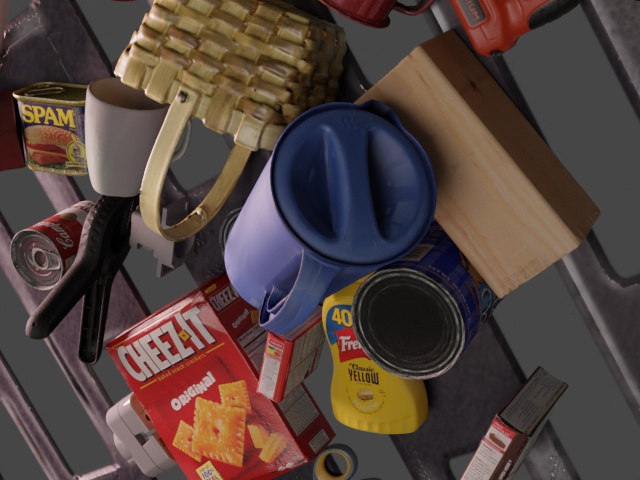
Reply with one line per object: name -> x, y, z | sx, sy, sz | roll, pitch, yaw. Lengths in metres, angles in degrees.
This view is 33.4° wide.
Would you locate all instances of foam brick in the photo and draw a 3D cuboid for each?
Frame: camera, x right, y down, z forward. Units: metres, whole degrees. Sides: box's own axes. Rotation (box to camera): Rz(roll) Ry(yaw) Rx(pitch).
foam brick -> -0.347, -0.116, 1.137 | 0.053, 0.078, 0.051 | -10, 137, -10

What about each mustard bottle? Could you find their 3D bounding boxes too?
mustard bottle -> 0.050, 0.091, 1.039 | 0.096, 0.058, 0.191 | 5, 112, 31

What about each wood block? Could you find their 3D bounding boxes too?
wood block -> 0.133, -0.067, 0.911 | 0.090, 0.090, 0.206 | -39, 89, 33

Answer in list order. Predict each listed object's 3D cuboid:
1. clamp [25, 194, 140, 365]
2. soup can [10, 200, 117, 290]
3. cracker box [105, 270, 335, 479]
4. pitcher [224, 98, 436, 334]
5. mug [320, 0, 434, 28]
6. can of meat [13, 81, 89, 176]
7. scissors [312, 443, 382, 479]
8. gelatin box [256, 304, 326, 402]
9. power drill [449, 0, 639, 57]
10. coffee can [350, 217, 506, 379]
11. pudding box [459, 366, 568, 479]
clamp -> -0.234, 0.024, 1.099 | 0.036, 0.164, 0.210 | 17, 84, 11
soup can -> -0.273, 0.003, 1.146 | 0.069, 0.102, 0.068 | 11, 115, 24
cracker box -> -0.110, 0.162, 1.144 | 0.164, 0.072, 0.213 | -30, 94, 33
pitcher -> -0.011, -0.003, 0.906 | 0.145, 0.149, 0.243 | 66, 158, 8
mug -> 0.049, -0.233, 0.896 | 0.117, 0.093, 0.082 | 25, 119, -15
can of meat -> -0.266, -0.117, 1.122 | 0.102, 0.057, 0.084 | 9, 116, 25
scissors -> -0.015, 0.280, 1.176 | 0.202, 0.016, 0.096 | -20, 98, 33
gelatin box -> -0.026, 0.109, 1.068 | 0.030, 0.089, 0.073 | 23, 119, 19
power drill -> 0.182, -0.241, 0.833 | 0.188, 0.057, 0.184 | -22, 99, 33
coffee can -> 0.102, 0.046, 0.944 | 0.103, 0.140, 0.103 | 10, 115, 24
pudding box -> 0.177, 0.177, 0.975 | 0.039, 0.113, 0.090 | 31, 121, 17
